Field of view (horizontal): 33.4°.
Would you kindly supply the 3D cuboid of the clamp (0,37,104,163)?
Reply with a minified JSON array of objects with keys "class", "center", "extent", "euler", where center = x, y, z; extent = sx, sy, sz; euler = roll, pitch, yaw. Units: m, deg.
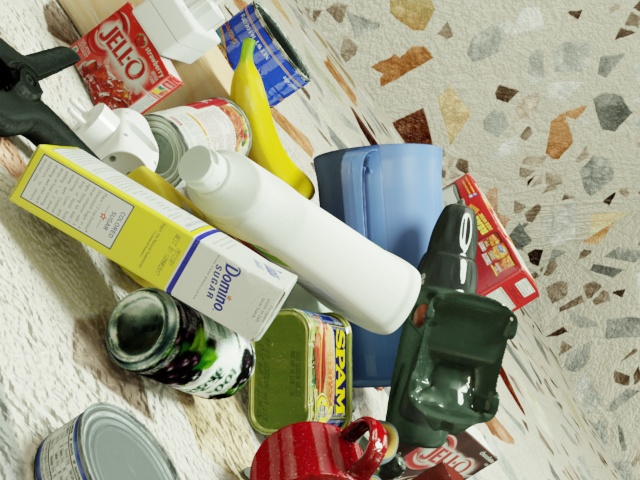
[{"class":"clamp","center":[-0.209,-0.109,0.732],"extent":[0.171,0.039,0.120],"euler":[35,29,-56]}]

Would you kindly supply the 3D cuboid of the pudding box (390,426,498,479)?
[{"class":"pudding box","center":[0.112,0.209,1.053],"extent":[0.113,0.090,0.039],"euler":[42,18,-50]}]

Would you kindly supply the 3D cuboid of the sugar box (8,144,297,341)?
[{"class":"sugar box","center":[-0.102,0.001,0.687],"extent":[0.176,0.048,0.093],"euler":[33,5,1]}]

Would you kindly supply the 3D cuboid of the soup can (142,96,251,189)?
[{"class":"soup can","center":[-0.115,-0.084,0.926],"extent":[0.068,0.069,0.102],"euler":[57,32,3]}]

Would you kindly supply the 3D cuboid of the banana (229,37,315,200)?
[{"class":"banana","center":[-0.046,-0.093,1.011],"extent":[0.037,0.069,0.198],"euler":[14,-37,32]}]

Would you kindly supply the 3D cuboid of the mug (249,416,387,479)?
[{"class":"mug","center":[0.002,0.162,0.695],"extent":[0.093,0.117,0.081],"euler":[32,14,-15]}]

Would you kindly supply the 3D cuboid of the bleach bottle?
[{"class":"bleach bottle","center":[-0.019,-0.004,0.828],"extent":[0.103,0.068,0.250],"euler":[24,-8,37]}]

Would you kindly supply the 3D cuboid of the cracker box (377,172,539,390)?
[{"class":"cracker box","center":[0.118,0.046,1.209],"extent":[0.072,0.214,0.164],"euler":[46,16,-45]}]

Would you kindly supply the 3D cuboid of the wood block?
[{"class":"wood block","center":[-0.165,-0.194,1.033],"extent":[0.206,0.090,0.090],"euler":[57,12,2]}]

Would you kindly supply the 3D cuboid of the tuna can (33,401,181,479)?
[{"class":"tuna can","center":[-0.106,0.128,0.545],"extent":[0.086,0.034,0.086],"euler":[52,12,-17]}]

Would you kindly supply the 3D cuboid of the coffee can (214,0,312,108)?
[{"class":"coffee can","center":[-0.095,-0.169,1.120],"extent":[0.102,0.140,0.103],"euler":[52,12,-17]}]

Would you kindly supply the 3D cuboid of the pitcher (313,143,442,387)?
[{"class":"pitcher","center":[0.062,0.024,1.078],"extent":[0.149,0.145,0.243],"euler":[-1,84,-28]}]

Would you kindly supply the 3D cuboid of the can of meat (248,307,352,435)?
[{"class":"can of meat","center":[-0.016,0.104,0.840],"extent":[0.083,0.058,0.102],"euler":[20,68,-66]}]

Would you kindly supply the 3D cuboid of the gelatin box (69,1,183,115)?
[{"class":"gelatin box","center":[-0.172,-0.153,0.934],"extent":[0.089,0.073,0.030],"euler":[61,13,20]}]
